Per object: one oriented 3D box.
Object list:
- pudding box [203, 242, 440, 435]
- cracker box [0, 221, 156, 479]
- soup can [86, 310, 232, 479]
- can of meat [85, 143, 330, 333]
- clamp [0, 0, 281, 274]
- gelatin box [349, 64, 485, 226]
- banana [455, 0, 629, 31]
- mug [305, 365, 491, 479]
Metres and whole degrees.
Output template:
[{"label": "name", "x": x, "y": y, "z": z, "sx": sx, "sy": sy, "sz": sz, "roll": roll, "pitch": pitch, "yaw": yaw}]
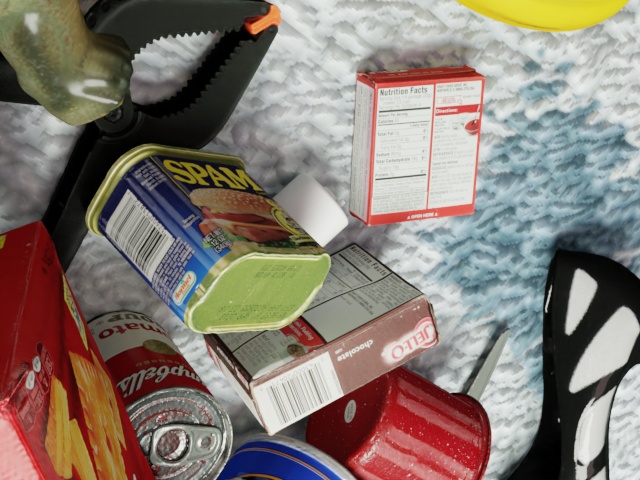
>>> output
[{"label": "pudding box", "x": -0.002, "y": 0.052, "z": 0.611, "sx": 0.113, "sy": 0.090, "sz": 0.039, "roll": -25, "pitch": 117, "yaw": -15}, {"label": "cracker box", "x": -0.103, "y": 0.119, "z": 0.428, "sx": 0.072, "sy": 0.164, "sz": 0.213, "roll": -21, "pitch": 112, "yaw": -2}, {"label": "soup can", "x": -0.096, "y": 0.087, "z": 0.570, "sx": 0.068, "sy": 0.102, "sz": 0.068, "roll": -10, "pitch": 114, "yaw": -23}, {"label": "can of meat", "x": -0.054, "y": 0.001, "z": 0.543, "sx": 0.101, "sy": 0.084, "sz": 0.057, "roll": 3, "pitch": 127, "yaw": -57}, {"label": "clamp", "x": -0.117, "y": -0.073, "z": 0.534, "sx": 0.210, "sy": 0.036, "sz": 0.164, "roll": -38, "pitch": 125, "yaw": -6}, {"label": "gelatin box", "x": 0.056, "y": -0.057, "z": 0.632, "sx": 0.073, "sy": 0.030, "sz": 0.089, "roll": -7, "pitch": 113, "yaw": -22}, {"label": "banana", "x": 0.118, "y": -0.158, "z": 0.621, "sx": 0.197, "sy": 0.037, "sz": 0.069, "roll": -1, "pitch": 92, "yaw": -27}, {"label": "mug", "x": 0.037, "y": 0.130, "z": 0.667, "sx": 0.081, "sy": 0.093, "sz": 0.117, "roll": 32, "pitch": 109, "yaw": -28}]
